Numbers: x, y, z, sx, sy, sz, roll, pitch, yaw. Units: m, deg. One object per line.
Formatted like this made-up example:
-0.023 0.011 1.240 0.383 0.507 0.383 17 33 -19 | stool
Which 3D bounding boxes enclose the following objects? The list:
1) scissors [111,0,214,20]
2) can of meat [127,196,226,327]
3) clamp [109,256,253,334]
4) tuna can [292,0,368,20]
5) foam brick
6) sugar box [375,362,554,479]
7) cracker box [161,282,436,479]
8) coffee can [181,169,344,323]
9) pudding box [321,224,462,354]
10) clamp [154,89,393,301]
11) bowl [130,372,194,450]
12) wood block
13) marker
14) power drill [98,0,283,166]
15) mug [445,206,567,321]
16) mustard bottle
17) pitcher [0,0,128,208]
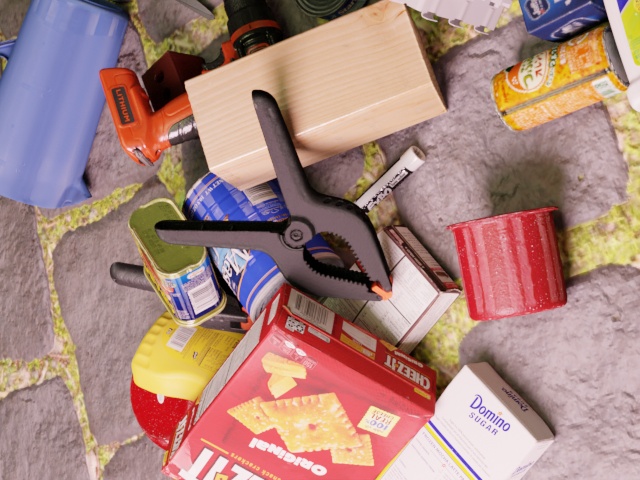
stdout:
-0.192 -0.278 1.205 0.096 0.016 0.202 -52 60 28 | scissors
-0.140 0.020 1.032 0.102 0.057 0.084 51 163 34 | can of meat
-0.119 0.035 1.098 0.172 0.120 0.039 28 147 24 | clamp
0.011 -0.255 1.028 0.086 0.033 0.086 -1 89 39 | tuna can
-0.147 -0.154 1.144 0.053 0.051 0.078 -36 68 33 | foam brick
0.116 0.200 0.932 0.093 0.048 0.176 48 114 29 | sugar box
-0.022 0.165 0.963 0.164 0.072 0.214 31 120 -11 | cracker box
-0.057 0.001 1.036 0.103 0.102 0.140 -51 60 26 | coffee can
0.062 0.055 0.981 0.090 0.039 0.114 51 121 26 | pudding box
-0.018 -0.021 0.918 0.210 0.036 0.165 29 115 -7 | clamp
-0.154 0.163 1.144 0.162 0.055 0.162 0 90 39 | bowl
-0.003 -0.128 0.954 0.206 0.090 0.091 -20 76 12 | wood block
0.052 -0.044 1.002 0.121 0.020 0.020 -43 64 30 | marker
-0.123 -0.168 1.073 0.188 0.057 0.184 -21 73 7 | power drill
0.151 0.021 0.885 0.117 0.093 0.081 163 97 -69 | mug
-0.083 0.132 1.057 0.192 0.096 0.058 18 135 17 | mustard bottle
-0.320 -0.171 1.232 0.145 0.149 0.243 36 108 46 | pitcher
